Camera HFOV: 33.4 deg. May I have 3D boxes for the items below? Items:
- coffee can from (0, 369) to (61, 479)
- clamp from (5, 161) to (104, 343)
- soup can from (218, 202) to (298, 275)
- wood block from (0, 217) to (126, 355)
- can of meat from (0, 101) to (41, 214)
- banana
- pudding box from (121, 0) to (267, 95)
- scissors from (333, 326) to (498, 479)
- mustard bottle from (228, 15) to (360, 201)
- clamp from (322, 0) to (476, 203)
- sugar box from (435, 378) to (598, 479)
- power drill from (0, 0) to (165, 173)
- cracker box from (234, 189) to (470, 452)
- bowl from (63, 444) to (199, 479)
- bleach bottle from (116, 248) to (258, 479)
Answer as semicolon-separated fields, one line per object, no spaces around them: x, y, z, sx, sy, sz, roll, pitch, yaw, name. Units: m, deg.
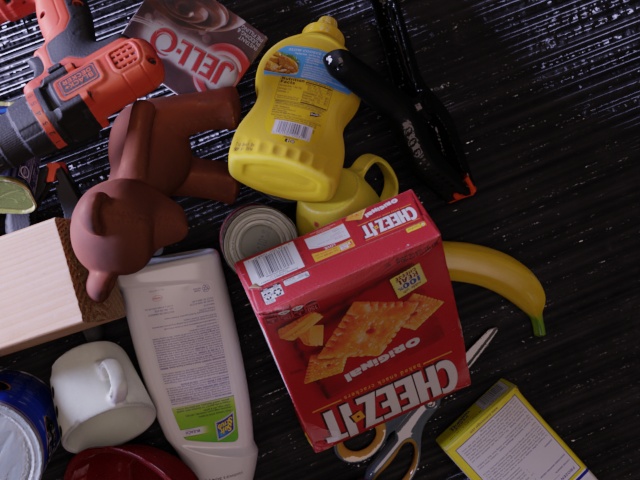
-0.283;0.175;0.926;0.102;0.140;0.103;0;93;-7;coffee can
-0.260;0.014;0.972;0.120;0.039;0.171;-2;92;-7;clamp
-0.056;0.001;0.961;0.068;0.102;0.068;0;94;-7;soup can
-0.285;0.055;0.911;0.206;0.090;0.091;-18;86;12;wood block
-0.295;-0.074;0.933;0.102;0.057;0.084;1;63;2;can of meat
0.136;0.036;1.017;0.197;0.037;0.069;17;90;-7;banana
-0.119;-0.179;0.974;0.113;0.039;0.090;34;89;-8;pudding box
0.085;0.153;1.030;0.096;0.016;0.202;27;90;-7;scissors
-0.013;-0.127;0.947;0.096;0.058;0.191;13;57;3;mustard bottle
0.076;-0.118;0.962;0.036;0.164;0.210;-20;108;33;clamp
0.204;0.229;1.034;0.093;0.048;0.176;-42;101;-3;sugar box
-0.245;-0.157;0.910;0.184;0.057;0.188;-30;65;-5;power drill
0.036;0.077;0.935;0.164;0.072;0.213;-23;135;-4;cracker box
-0.154;0.242;0.965;0.162;0.055;0.162;14;119;25;bowl
-0.119;0.139;0.984;0.102;0.068;0.251;-10;97;-4;bleach bottle
